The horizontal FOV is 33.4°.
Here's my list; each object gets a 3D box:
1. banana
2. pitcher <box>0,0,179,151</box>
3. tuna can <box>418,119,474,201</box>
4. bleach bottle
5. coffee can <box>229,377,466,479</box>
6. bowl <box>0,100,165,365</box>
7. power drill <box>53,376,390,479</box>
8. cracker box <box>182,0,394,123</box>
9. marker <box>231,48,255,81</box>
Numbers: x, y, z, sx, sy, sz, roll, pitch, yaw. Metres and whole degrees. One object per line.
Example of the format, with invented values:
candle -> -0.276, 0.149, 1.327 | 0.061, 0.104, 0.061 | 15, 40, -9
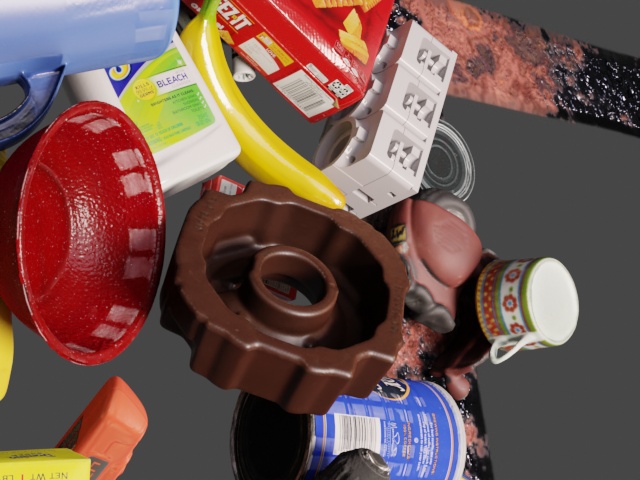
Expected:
banana -> -0.056, -0.093, 0.824 | 0.197, 0.070, 0.037 | 57, 45, -18
pitcher -> -0.211, -0.140, 0.644 | 0.242, 0.145, 0.149 | -12, 124, -27
tuna can -> 0.098, -0.066, 0.956 | 0.086, 0.034, 0.086 | 14, 66, -34
bleach bottle -> -0.159, -0.149, 0.768 | 0.102, 0.068, 0.251 | -30, 90, -36
coffee can -> 0.020, 0.146, 0.775 | 0.140, 0.103, 0.103 | 12, 67, -34
bowl -> -0.158, -0.005, 0.659 | 0.162, 0.055, 0.162 | 2, 90, -69
power drill -> -0.073, 0.166, 0.665 | 0.187, 0.184, 0.057 | 36, 13, -16
cracker box -> -0.012, -0.231, 0.884 | 0.164, 0.072, 0.213 | 41, 49, -29
marker -> -0.066, -0.190, 0.882 | 0.020, 0.020, 0.121 | 8, 69, -36
